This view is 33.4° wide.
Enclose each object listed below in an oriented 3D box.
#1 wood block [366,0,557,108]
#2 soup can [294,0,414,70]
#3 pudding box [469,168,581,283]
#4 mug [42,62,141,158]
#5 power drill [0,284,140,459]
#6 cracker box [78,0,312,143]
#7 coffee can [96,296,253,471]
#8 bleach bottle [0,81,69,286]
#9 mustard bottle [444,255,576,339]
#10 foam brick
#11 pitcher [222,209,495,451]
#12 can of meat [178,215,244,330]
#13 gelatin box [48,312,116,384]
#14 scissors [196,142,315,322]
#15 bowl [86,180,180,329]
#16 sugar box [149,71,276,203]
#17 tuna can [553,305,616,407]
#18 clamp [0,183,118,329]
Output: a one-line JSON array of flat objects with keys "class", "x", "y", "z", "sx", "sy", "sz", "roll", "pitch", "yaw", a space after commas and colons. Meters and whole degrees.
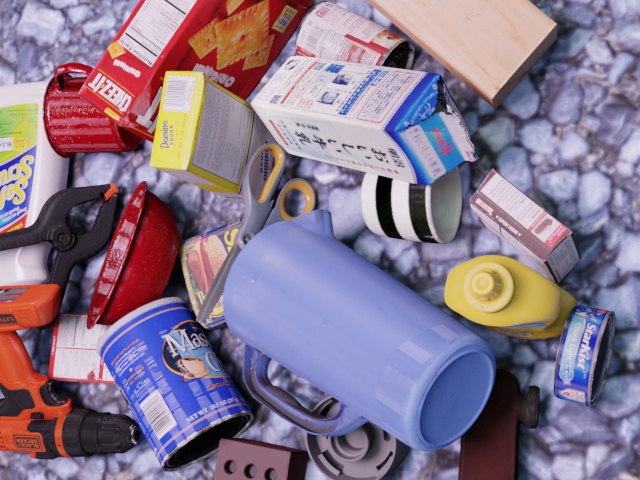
[{"class": "wood block", "x": 0.113, "y": -0.227, "z": 1.002, "sx": 0.206, "sy": 0.090, "sz": 0.090, "roll": 42, "pitch": 99, "yaw": 8}, {"class": "soup can", "x": 0.033, "y": -0.189, "z": 1.063, "sx": 0.102, "sy": 0.068, "sz": 0.068, "roll": 31, "pitch": 93, "yaw": 23}, {"class": "pudding box", "x": 0.184, "y": -0.010, "z": 0.951, "sx": 0.090, "sy": 0.113, "sz": 0.039, "roll": 41, "pitch": 94, "yaw": 21}, {"class": "mug", "x": -0.243, "y": -0.144, "z": 1.142, "sx": 0.082, "sy": 0.117, "sz": 0.093, "roll": 1, "pitch": 48, "yaw": 16}, {"class": "power drill", "x": -0.284, "y": 0.139, "z": 1.097, "sx": 0.185, "sy": 0.057, "sz": 0.187, "roll": -3, "pitch": 110, "yaw": 19}, {"class": "cracker box", "x": -0.119, "y": -0.194, "z": 1.072, "sx": 0.072, "sy": 0.164, "sz": 0.214, "roll": 37, "pitch": 95, "yaw": 24}, {"class": "coffee can", "x": -0.145, "y": 0.142, "z": 1.059, "sx": 0.103, "sy": 0.102, "sz": 0.140, "roll": -38, "pitch": 70, "yaw": 12}, {"class": "bleach bottle", "x": -0.324, "y": -0.044, "z": 1.183, "sx": 0.103, "sy": 0.068, "sz": 0.251, "roll": -3, "pitch": 82, "yaw": 20}, {"class": "mustard bottle", "x": 0.157, "y": 0.049, "z": 0.908, "sx": 0.096, "sy": 0.191, "sz": 0.058, "roll": 10, "pitch": 85, "yaw": 22}, {"class": "foam brick", "x": -0.058, "y": 0.224, "z": 1.039, "sx": 0.078, "sy": 0.051, "sz": 0.053, "roll": 5, "pitch": 83, "yaw": 22}, {"class": "pitcher", "x": 0.029, "y": 0.093, "z": 0.948, "sx": 0.144, "sy": 0.149, "sz": 0.243, "roll": -33, "pitch": 42, "yaw": -26}, {"class": "can of meat", "x": -0.089, "y": 0.033, "z": 1.081, "sx": 0.084, "sy": 0.057, "sz": 0.102, "roll": -21, "pitch": 74, "yaw": 19}, {"class": "gelatin box", "x": -0.244, "y": 0.116, "z": 1.141, "sx": 0.089, "sy": 0.030, "sz": 0.073, "roll": 0, "pitch": 80, "yaw": 22}, {"class": "scissors", "x": -0.057, "y": 0.001, "z": 1.039, "sx": 0.016, "sy": 0.096, "sz": 0.201, "roll": -14, "pitch": 56, "yaw": 50}, {"class": "bowl", "x": -0.185, "y": 0.023, "z": 1.091, "sx": 0.055, "sy": 0.162, "sz": 0.162, "roll": 21, "pitch": 89, "yaw": -16}, {"class": "sugar box", "x": -0.099, "y": -0.096, "z": 1.041, "sx": 0.048, "sy": 0.176, "sz": 0.093, "roll": 8, "pitch": 83, "yaw": 20}, {"class": "tuna can", "x": 0.230, "y": 0.100, "z": 0.929, "sx": 0.034, "sy": 0.086, "sz": 0.086, "roll": 12, "pitch": 85, "yaw": 24}, {"class": "clamp", "x": -0.276, "y": 0.010, "z": 1.143, "sx": 0.171, "sy": 0.039, "sz": 0.120, "roll": -37, "pitch": 108, "yaw": -16}]
